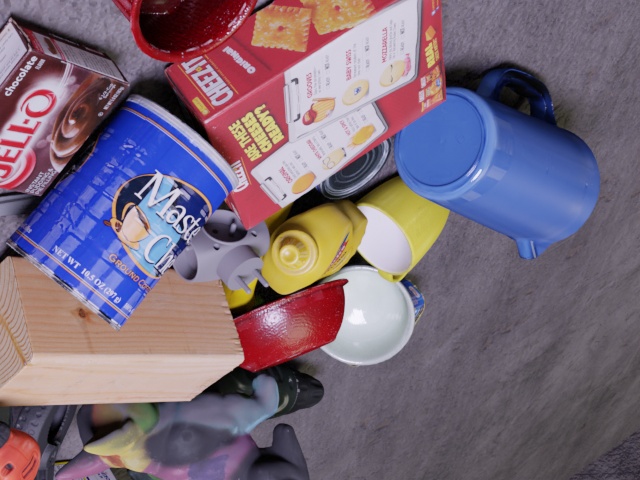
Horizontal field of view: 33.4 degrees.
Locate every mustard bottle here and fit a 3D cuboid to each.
[{"bbox_3d":[-0.009,0.007,0.993,0.096,0.058,0.191,-44,175,10],"label":"mustard bottle"}]

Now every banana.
[{"bbox_3d":[-0.066,0.014,1.035,0.069,0.037,0.198,-51,169,-42],"label":"banana"}]

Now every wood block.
[{"bbox_3d":[-0.177,0.077,0.882,0.205,0.091,0.090,7,144,-45],"label":"wood block"}]

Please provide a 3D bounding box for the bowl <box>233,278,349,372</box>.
[{"bbox_3d":[-0.036,0.094,1.097,0.162,0.055,0.162,-21,173,-3],"label":"bowl"}]

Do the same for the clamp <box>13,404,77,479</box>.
[{"bbox_3d":[-0.264,0.197,0.970,0.164,0.036,0.210,-45,155,-75],"label":"clamp"}]

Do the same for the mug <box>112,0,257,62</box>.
[{"bbox_3d":[-0.086,-0.174,0.670,0.117,0.081,0.093,-15,144,-39],"label":"mug"}]

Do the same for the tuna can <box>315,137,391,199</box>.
[{"bbox_3d":[0.025,-0.080,1.002,0.086,0.034,0.086,-30,151,-18],"label":"tuna can"}]

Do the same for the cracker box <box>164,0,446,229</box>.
[{"bbox_3d":[-0.004,-0.126,0.858,0.213,0.072,0.164,-33,152,-10],"label":"cracker box"}]

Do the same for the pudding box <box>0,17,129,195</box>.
[{"bbox_3d":[-0.197,-0.085,0.713,0.114,0.039,0.089,-49,152,18],"label":"pudding box"}]

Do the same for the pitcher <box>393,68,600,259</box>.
[{"bbox_3d":[0.177,-0.085,1.071,0.145,0.149,0.242,-45,151,20],"label":"pitcher"}]

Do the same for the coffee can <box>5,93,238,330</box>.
[{"bbox_3d":[-0.142,-0.020,0.774,0.140,0.103,0.102,-52,154,-10],"label":"coffee can"}]
